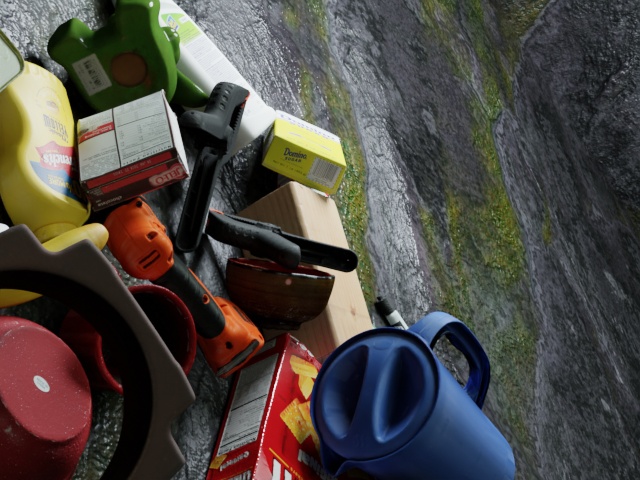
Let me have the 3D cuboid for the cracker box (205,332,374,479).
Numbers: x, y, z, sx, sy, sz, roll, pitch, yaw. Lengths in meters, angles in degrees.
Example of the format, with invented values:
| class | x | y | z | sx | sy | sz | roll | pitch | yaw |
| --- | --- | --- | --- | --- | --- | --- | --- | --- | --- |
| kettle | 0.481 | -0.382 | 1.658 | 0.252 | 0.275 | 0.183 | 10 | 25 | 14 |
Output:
| class | x | y | z | sx | sy | sz | roll | pitch | yaw |
| --- | --- | --- | --- | --- | --- | --- | --- | --- | --- |
| cracker box | -0.020 | 0.218 | 1.030 | 0.164 | 0.072 | 0.213 | 48 | 29 | -23 |

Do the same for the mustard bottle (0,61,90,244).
| class | x | y | z | sx | sy | sz | roll | pitch | yaw |
| --- | --- | --- | --- | --- | --- | --- | --- | --- | --- |
| mustard bottle | -0.245 | -0.061 | 0.933 | 0.096 | 0.058 | 0.192 | 33 | 36 | -62 |

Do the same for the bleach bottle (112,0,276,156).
| class | x | y | z | sx | sy | sz | roll | pitch | yaw |
| --- | --- | --- | --- | --- | --- | --- | --- | --- | --- |
| bleach bottle | -0.158 | -0.217 | 1.242 | 0.251 | 0.068 | 0.102 | 52 | 25 | -10 |

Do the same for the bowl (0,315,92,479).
| class | x | y | z | sx | sy | sz | roll | pitch | yaw |
| --- | --- | --- | --- | --- | --- | --- | --- | --- | --- |
| bowl | -0.224 | 0.116 | 0.796 | 0.162 | 0.055 | 0.162 | 40 | 33 | -33 |

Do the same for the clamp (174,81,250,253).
| class | x | y | z | sx | sy | sz | roll | pitch | yaw |
| --- | --- | --- | --- | --- | --- | --- | --- | --- | --- |
| clamp | -0.115 | -0.096 | 1.125 | 0.036 | 0.165 | 0.209 | 13 | 32 | 4 |

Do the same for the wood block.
| class | x | y | z | sx | sy | sz | roll | pitch | yaw |
| --- | --- | --- | --- | --- | --- | --- | --- | --- | --- |
| wood block | -0.015 | 0.051 | 1.189 | 0.090 | 0.090 | 0.206 | 23 | 44 | -52 |

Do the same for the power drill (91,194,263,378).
| class | x | y | z | sx | sy | sz | roll | pitch | yaw |
| --- | --- | --- | --- | --- | --- | --- | --- | --- | --- |
| power drill | -0.140 | 0.030 | 0.986 | 0.187 | 0.057 | 0.185 | 51 | -2 | -30 |

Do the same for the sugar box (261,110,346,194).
| class | x | y | z | sx | sy | sz | roll | pitch | yaw |
| --- | --- | --- | --- | --- | --- | --- | --- | --- | --- |
| sugar box | -0.021 | -0.111 | 1.296 | 0.093 | 0.048 | 0.176 | 24 | 17 | -9 |

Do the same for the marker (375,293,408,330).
| class | x | y | z | sx | sy | sz | roll | pitch | yaw |
| --- | --- | --- | --- | --- | --- | --- | --- | --- | --- |
| marker | 0.110 | 0.122 | 1.415 | 0.121 | 0.020 | 0.020 | 57 | 27 | -6 |

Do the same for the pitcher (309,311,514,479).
| class | x | y | z | sx | sy | sz | roll | pitch | yaw |
| --- | --- | --- | --- | --- | --- | --- | --- | --- | --- |
| pitcher | 0.109 | 0.185 | 1.058 | 0.242 | 0.149 | 0.145 | 44 | 33 | -47 |

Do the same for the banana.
| class | x | y | z | sx | sy | sz | roll | pitch | yaw |
| --- | --- | --- | --- | --- | --- | --- | --- | --- | --- |
| banana | -0.251 | 0.021 | 0.806 | 0.197 | 0.070 | 0.037 | 0 | 19 | -40 |

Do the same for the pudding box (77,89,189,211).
| class | x | y | z | sx | sy | sz | roll | pitch | yaw |
| --- | --- | --- | --- | --- | --- | --- | --- | --- | --- |
| pudding box | -0.170 | -0.082 | 0.954 | 0.113 | 0.090 | 0.039 | -110 | -179 | -51 |

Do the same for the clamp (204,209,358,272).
| class | x | y | z | sx | sy | sz | roll | pitch | yaw |
| --- | --- | --- | --- | --- | --- | --- | --- | --- | --- |
| clamp | -0.057 | 0.001 | 1.099 | 0.120 | 0.172 | 0.039 | 15 | 89 | -65 |

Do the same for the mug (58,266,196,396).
| class | x | y | z | sx | sy | sz | roll | pitch | yaw |
| --- | --- | --- | --- | --- | --- | --- | --- | --- | --- |
| mug | -0.167 | 0.073 | 0.875 | 0.093 | 0.082 | 0.117 | -30 | 106 | -37 |
